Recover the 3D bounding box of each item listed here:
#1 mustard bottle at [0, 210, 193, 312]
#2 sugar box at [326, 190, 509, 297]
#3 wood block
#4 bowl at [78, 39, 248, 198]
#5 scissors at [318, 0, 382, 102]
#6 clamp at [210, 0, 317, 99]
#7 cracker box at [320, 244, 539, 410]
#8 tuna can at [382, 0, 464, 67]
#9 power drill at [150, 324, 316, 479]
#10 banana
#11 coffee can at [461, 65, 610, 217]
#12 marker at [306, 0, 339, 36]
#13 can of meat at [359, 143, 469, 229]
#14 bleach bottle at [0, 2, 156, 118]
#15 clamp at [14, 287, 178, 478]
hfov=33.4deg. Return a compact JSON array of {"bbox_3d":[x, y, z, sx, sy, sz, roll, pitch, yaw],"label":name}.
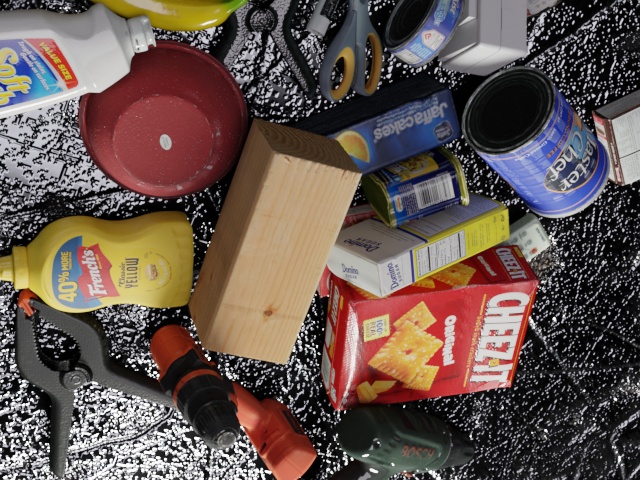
[{"bbox_3d":[-0.223,0.023,1.045,0.191,0.058,0.096,-3,118,-17],"label":"mustard bottle"},{"bbox_3d":[0.100,-0.002,1.097,0.176,0.093,0.048,-24,119,-27],"label":"sugar box"},{"bbox_3d":[-0.047,0.002,1.013,0.090,0.090,0.206,13,112,-22],"label":"wood block"},{"bbox_3d":[-0.147,-0.102,1.002,0.162,0.055,0.162,-3,117,-5],"label":"bowl"},{"bbox_3d":[0.025,-0.217,1.014,0.096,0.016,0.202,-42,139,-32],"label":"scissors"},{"bbox_3d":[-0.068,-0.206,1.013,0.120,0.039,0.171,-15,116,-16],"label":"clamp"},{"bbox_3d":[0.115,0.097,1.159,0.213,0.072,0.164,-5,129,-14],"label":"cracker box"},{"bbox_3d":[0.099,-0.214,1.039,0.033,0.086,0.086,28,101,-25],"label":"tuna can"},{"bbox_3d":[-0.085,0.180,1.098,0.057,0.185,0.187,-43,128,2],"label":"power drill"},{"bbox_3d":[-0.166,-0.229,0.960,0.197,0.037,0.070,15,131,-13],"label":"banana"},{"bbox_3d":[0.224,-0.099,1.100,0.103,0.103,0.140,-48,135,5],"label":"coffee can"},{"bbox_3d":[0.019,-0.253,1.016,0.020,0.020,0.121,25,87,-26],"label":"marker"},{"bbox_3d":[0.092,-0.060,1.093,0.084,0.102,0.057,-19,117,-8],"label":"can of meat"},{"bbox_3d":[-0.272,-0.162,0.934,0.250,0.068,0.102,-15,119,-7],"label":"bleach bottle"},{"bbox_3d":[-0.239,0.133,1.096,0.164,0.036,0.210,-23,115,-4],"label":"clamp"}]
